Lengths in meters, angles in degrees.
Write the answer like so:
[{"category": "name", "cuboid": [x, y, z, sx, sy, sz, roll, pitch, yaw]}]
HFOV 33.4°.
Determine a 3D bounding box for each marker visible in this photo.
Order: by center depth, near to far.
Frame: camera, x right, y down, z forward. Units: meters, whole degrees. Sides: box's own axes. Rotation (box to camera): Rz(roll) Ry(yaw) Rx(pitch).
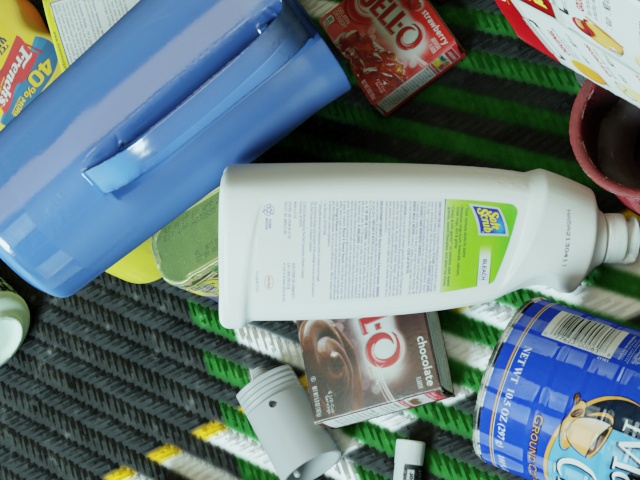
[{"category": "marker", "cuboid": [0.051, 0.187, 0.674, 0.020, 0.020, 0.121, 1, 77, 28]}]

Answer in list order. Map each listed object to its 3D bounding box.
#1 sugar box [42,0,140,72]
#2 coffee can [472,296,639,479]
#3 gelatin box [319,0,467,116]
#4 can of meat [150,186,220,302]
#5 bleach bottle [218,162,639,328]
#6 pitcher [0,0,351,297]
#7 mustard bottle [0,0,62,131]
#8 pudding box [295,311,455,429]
[{"category": "sugar box", "cuboid": [-0.106, -0.156, 0.786, 0.176, 0.048, 0.093, -16, 94, -6]}, {"category": "coffee can", "cuboid": [0.170, 0.100, 0.587, 0.140, 0.102, 0.103, 18, 85, 31]}, {"category": "gelatin box", "cuboid": [0.050, -0.146, 0.761, 0.073, 0.030, 0.089, -36, 63, 15]}, {"category": "can of meat", "cuboid": [-0.055, 0.001, 0.744, 0.102, 0.083, 0.057, -30, 64, 17]}, {"category": "bleach bottle", "cuboid": [0.065, 0.004, 0.651, 0.251, 0.068, 0.102, 1, 109, 0]}, {"category": "pitcher", "cuboid": [-0.108, -0.075, 0.677, 0.243, 0.149, 0.145, -40, 64, 0]}, {"category": "mustard bottle", "cuboid": [-0.241, -0.132, 0.895, 0.192, 0.058, 0.096, 42, 98, 30]}, {"category": "pudding box", "cuboid": [0.033, 0.060, 0.707, 0.090, 0.039, 0.113, -19, 68, 21]}]
